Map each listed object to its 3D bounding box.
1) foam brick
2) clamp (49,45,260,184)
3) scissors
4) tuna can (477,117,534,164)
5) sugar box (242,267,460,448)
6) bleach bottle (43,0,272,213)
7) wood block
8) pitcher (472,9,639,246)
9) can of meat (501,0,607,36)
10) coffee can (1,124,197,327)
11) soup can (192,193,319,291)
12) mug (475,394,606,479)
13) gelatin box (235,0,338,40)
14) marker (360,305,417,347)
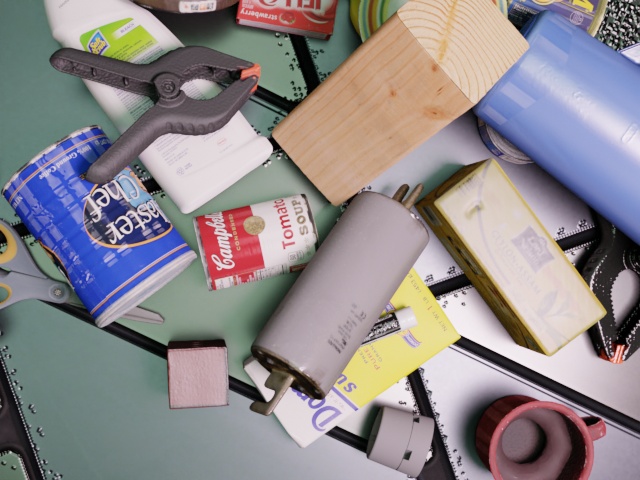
[{"bbox_3d":[-0.107,0.115,0.933,0.053,0.078,0.051,-3,90,-8],"label":"foam brick"},{"bbox_3d":[-0.130,-0.109,0.878,0.171,0.039,0.120,-7,79,-12],"label":"clamp"},{"bbox_3d":[-0.240,0.026,0.950,0.201,0.016,0.096,1,90,-5],"label":"scissors"},{"bbox_3d":[0.188,-0.113,0.980,0.086,0.034,0.086,0,90,-5],"label":"tuna can"},{"bbox_3d":[0.027,0.099,0.961,0.176,0.048,0.093,-36,93,-5],"label":"sugar box"},{"bbox_3d":[-0.154,-0.151,0.936,0.102,0.068,0.251,-35,90,-10],"label":"bleach bottle"},{"bbox_3d":[0.058,-0.121,0.874,0.090,0.206,0.090,48,55,-4],"label":"wood block"},{"bbox_3d":[0.261,-0.095,0.907,0.243,0.145,0.149,35,52,-2],"label":"pitcher"},{"bbox_3d":[0.214,-0.230,0.962,0.084,0.057,0.102,22,68,-2],"label":"can of meat"},{"bbox_3d":[-0.187,-0.012,0.907,0.103,0.103,0.140,-36,89,-4],"label":"coffee can"},{"bbox_3d":[-0.056,0.001,0.941,0.102,0.068,0.068,-13,91,-6],"label":"soup can"},{"bbox_3d":[0.198,0.180,0.958,0.117,0.081,0.093,-19,92,-5],"label":"mug"},{"bbox_3d":[-0.027,-0.226,0.961,0.089,0.030,0.073,10,90,-5],"label":"gelatin box"},{"bbox_3d":[0.025,0.087,0.928,0.121,0.020,0.020,-22,92,-2],"label":"marker"}]
